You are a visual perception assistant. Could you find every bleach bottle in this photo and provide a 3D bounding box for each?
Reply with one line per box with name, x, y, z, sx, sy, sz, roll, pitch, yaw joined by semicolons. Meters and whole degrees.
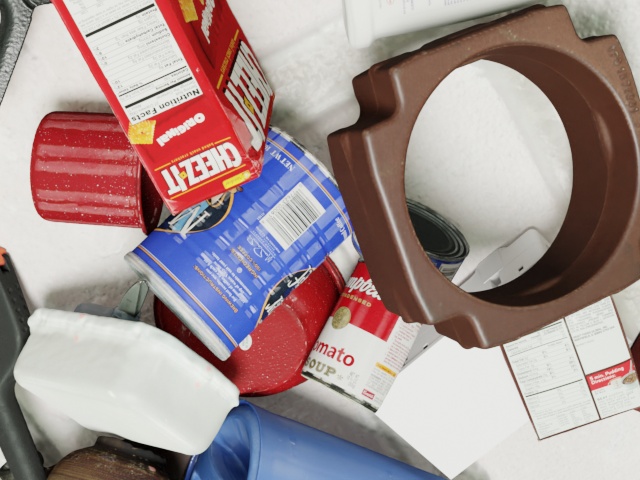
bleach bottle;0.137;-0.199;0.723;0.251;0.068;0.102;-8;118;1

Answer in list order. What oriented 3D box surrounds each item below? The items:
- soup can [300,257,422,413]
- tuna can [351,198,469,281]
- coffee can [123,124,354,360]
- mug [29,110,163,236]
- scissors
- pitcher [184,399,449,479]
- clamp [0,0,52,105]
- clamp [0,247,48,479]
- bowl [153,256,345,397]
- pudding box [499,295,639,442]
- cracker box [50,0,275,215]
soup can;0.037;0.073;0.825;0.068;0.069;0.102;30;82;-13
tuna can;0.067;0.001;0.803;0.086;0.086;0.034;22;115;-10
coffee can;-0.055;0.001;0.765;0.140;0.103;0.102;-44;110;-10
mug;-0.161;-0.046;0.788;0.081;0.093;0.117;4;152;3
scissors;-0.131;0.066;0.798;0.096;0.202;0.016;35;66;-21
pitcher;0.017;0.233;0.863;0.242;0.145;0.149;22;80;-24
clamp;-0.182;-0.169;0.742;0.120;0.039;0.171;-6;107;-20
clamp;-0.291;0.105;0.867;0.165;0.036;0.210;9;103;13
bowl;-0.056;0.069;0.852;0.162;0.055;0.162;0;115;0
pudding box;0.185;0.087;0.802;0.090;0.039;0.113;-20;112;10
cracker box;-0.104;-0.148;0.690;0.072;0.164;0.213;-22;113;12
